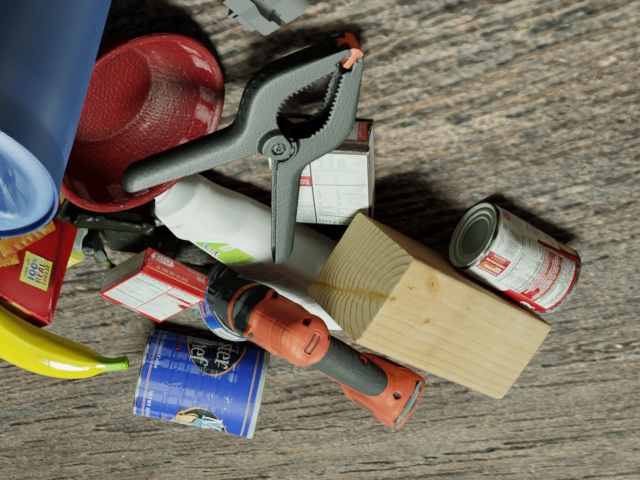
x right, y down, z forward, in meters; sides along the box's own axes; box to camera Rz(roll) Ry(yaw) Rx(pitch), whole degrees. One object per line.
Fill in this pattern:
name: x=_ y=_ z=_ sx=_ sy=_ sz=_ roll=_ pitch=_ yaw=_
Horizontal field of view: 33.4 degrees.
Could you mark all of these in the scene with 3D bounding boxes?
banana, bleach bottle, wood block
banana: x=-0.258 y=0.073 z=0.904 sx=0.070 sy=0.037 sz=0.197 roll=-38 pitch=129 yaw=25
bleach bottle: x=-0.057 y=0.001 z=1.006 sx=0.250 sy=0.068 sz=0.103 roll=32 pitch=154 yaw=-27
wood block: x=0.103 y=0.064 z=0.978 sx=0.205 sy=0.091 sz=0.090 roll=25 pitch=103 yaw=-40

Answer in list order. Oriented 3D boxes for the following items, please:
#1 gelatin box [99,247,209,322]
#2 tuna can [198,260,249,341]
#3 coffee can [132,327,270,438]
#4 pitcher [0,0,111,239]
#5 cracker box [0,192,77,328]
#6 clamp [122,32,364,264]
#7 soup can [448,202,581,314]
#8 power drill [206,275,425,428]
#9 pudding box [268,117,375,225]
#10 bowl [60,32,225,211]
gelatin box: x=-0.163 y=0.044 z=1.051 sx=0.073 sy=0.030 sz=0.089 roll=28 pitch=146 yaw=-29
tuna can: x=-0.078 y=0.057 z=1.073 sx=0.086 sy=0.086 sz=0.034 roll=25 pitch=162 yaw=-21
coffee can: x=-0.137 y=0.165 z=1.234 sx=0.140 sy=0.102 sz=0.103 roll=12 pitch=146 yaw=-3
pitcher: x=-0.208 y=-0.126 z=0.704 sx=0.149 sy=0.242 sz=0.144 roll=-21 pitch=136 yaw=37
cracker box: x=-0.313 y=-0.037 z=0.931 sx=0.072 sy=0.164 sz=0.213 roll=-20 pitch=137 yaw=33
clamp: x=-0.046 y=-0.081 z=0.840 sx=0.164 sy=0.036 sz=0.210 roll=20 pitch=121 yaw=-29
soup can: x=0.176 y=0.016 z=0.969 sx=0.102 sy=0.068 sz=0.069 roll=27 pitch=142 yaw=-23
power drill: x=-0.006 y=0.100 z=0.998 sx=0.187 sy=0.057 sz=0.185 roll=33 pitch=176 yaw=-32
pudding box: x=0.002 y=-0.058 z=0.933 sx=0.090 sy=0.039 sz=0.113 roll=3 pitch=148 yaw=5
bowl: x=-0.156 y=-0.103 z=0.846 sx=0.055 sy=0.162 sz=0.162 roll=42 pitch=161 yaw=32
